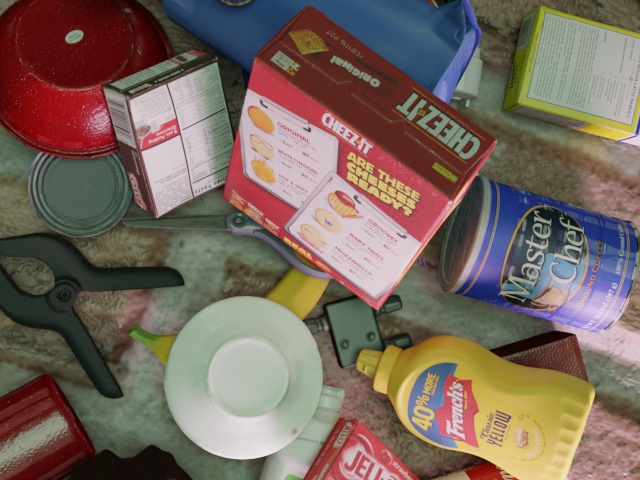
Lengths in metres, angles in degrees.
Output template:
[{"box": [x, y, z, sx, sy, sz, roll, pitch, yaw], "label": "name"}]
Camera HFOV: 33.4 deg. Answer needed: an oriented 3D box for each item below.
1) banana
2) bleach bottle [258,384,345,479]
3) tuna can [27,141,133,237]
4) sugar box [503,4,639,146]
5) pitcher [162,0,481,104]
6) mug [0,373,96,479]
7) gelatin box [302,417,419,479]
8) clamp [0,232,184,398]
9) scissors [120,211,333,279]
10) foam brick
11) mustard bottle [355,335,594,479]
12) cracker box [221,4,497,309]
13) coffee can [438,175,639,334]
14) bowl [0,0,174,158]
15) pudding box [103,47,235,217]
[{"box": [-0.058, 0.062, 0.899, 0.197, 0.037, 0.069, -27, 105, -17], "label": "banana"}, {"box": [-0.012, 0.247, 0.896, 0.102, 0.068, 0.251, 14, 83, -15], "label": "bleach bottle"}, {"box": [-0.200, -0.045, 0.893, 0.086, 0.034, 0.086, 0, 88, -8], "label": "tuna can"}, {"box": [0.260, -0.140, 0.954, 0.176, 0.048, 0.093, 15, 86, -11], "label": "sugar box"}, {"box": [-0.007, -0.161, 0.868, 0.243, 0.145, 0.149, 32, 80, 8], "label": "pitcher"}, {"box": [-0.228, 0.170, 0.852, 0.081, 0.093, 0.117, -30, 76, -12], "label": "mug"}, {"box": [0.032, 0.200, 0.871, 0.089, 0.030, 0.073, 48, 60, -24], "label": "gelatin box"}, {"box": [-0.202, 0.039, 0.889, 0.171, 0.039, 0.120, 38, 77, -12], "label": "clamp"}, {"box": [-0.056, 0.001, 0.889, 0.201, 0.016, 0.096, -14, 68, -16], "label": "scissors"}, {"box": [0.186, 0.115, 0.931, 0.078, 0.051, 0.053, -15, 91, -8], "label": "foam brick"}, {"box": [0.120, 0.130, 0.880, 0.192, 0.058, 0.096, 20, 119, 16], "label": "mustard bottle"}, {"box": [0.020, -0.053, 0.798, 0.164, 0.214, 0.072, 36, 64, 6], "label": "cracker box"}, {"box": [0.184, 0.013, 0.909, 0.140, 0.103, 0.103, 16, 86, -7], "label": "coffee can"}, {"box": [-0.198, -0.151, 0.867, 0.162, 0.055, 0.162, 2, 72, -8], "label": "bowl"}, {"box": [-0.117, -0.087, 0.866, 0.089, 0.039, 0.113, -30, 129, -28], "label": "pudding box"}]
